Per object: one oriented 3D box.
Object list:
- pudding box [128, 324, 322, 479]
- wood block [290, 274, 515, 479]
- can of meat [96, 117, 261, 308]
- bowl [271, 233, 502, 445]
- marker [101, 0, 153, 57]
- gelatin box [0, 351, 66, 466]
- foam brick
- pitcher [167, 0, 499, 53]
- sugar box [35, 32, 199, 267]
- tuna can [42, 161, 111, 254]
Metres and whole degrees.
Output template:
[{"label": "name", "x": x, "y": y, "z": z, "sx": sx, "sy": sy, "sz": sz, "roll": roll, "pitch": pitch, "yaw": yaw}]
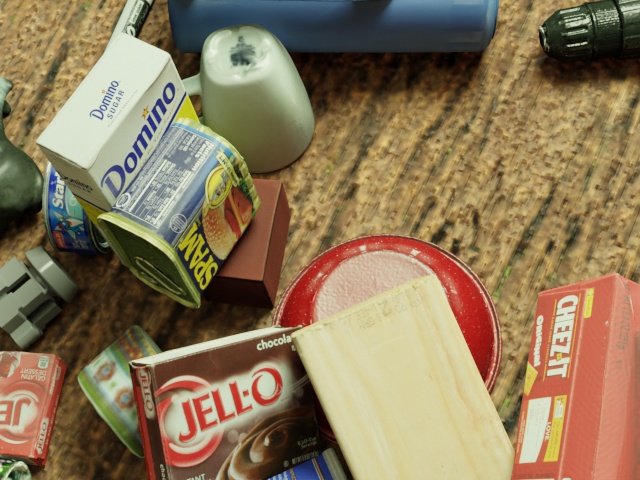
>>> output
[{"label": "pudding box", "x": -0.058, "y": 0.108, "z": 0.671, "sx": 0.113, "sy": 0.039, "sz": 0.090, "roll": -12, "pitch": 97, "yaw": -36}, {"label": "wood block", "x": 0.064, "y": 0.132, "z": 0.624, "sx": 0.090, "sy": 0.091, "sz": 0.206, "roll": -24, "pitch": 88, "yaw": -3}, {"label": "can of meat", "x": -0.087, "y": -0.017, "z": 0.684, "sx": 0.057, "sy": 0.102, "sz": 0.084, "roll": 25, "pitch": 70, "yaw": 19}, {"label": "bowl", "x": 0.042, "y": 0.059, "z": 0.717, "sx": 0.162, "sy": 0.055, "sz": 0.162, "roll": -3, "pitch": 65, "yaw": 6}, {"label": "marker", "x": -0.162, "y": -0.155, "z": 0.855, "sx": 0.020, "sy": 0.020, "sz": 0.121, "roll": 15, "pitch": 69, "yaw": 13}, {"label": "gelatin box", "x": -0.227, "y": 0.113, "z": 0.739, "sx": 0.089, "sy": 0.030, "sz": 0.073, "roll": 5, "pitch": 67, "yaw": 9}, {"label": "foam brick", "x": -0.055, "y": 0.001, "z": 0.756, "sx": 0.053, "sy": 0.051, "sz": 0.078, "roll": 6, "pitch": 67, "yaw": 10}, {"label": "pitcher", "x": 0.010, "y": -0.197, "z": 0.790, "sx": 0.243, "sy": 0.145, "sz": 0.149, "roll": 4, "pitch": 64, "yaw": 5}, {"label": "sugar box", "x": -0.118, "y": -0.048, "z": 0.716, "sx": 0.048, "sy": 0.176, "sz": 0.093, "roll": 27, "pitch": 72, "yaw": 17}, {"label": "tuna can", "x": -0.168, "y": -0.033, "z": 0.766, "sx": 0.034, "sy": 0.086, "sz": 0.086, "roll": 4, "pitch": 67, "yaw": 7}]
